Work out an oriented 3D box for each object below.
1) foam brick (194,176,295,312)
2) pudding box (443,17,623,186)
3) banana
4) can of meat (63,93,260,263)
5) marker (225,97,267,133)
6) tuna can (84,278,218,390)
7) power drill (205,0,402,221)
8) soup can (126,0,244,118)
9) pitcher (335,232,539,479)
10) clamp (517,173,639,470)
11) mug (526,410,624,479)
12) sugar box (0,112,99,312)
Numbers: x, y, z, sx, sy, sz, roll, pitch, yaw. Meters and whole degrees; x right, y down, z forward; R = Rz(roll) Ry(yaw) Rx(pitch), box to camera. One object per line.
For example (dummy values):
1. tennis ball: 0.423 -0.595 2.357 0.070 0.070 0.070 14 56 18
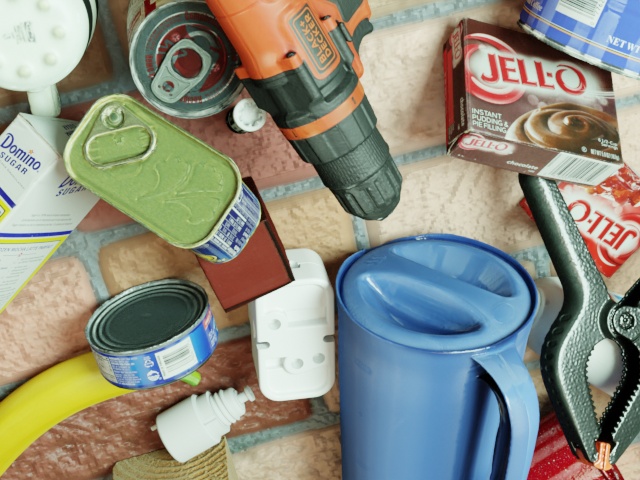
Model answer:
1. foam brick: -0.055 0.001 0.710 0.053 0.078 0.051 -25 117 -1
2. pudding box: 0.136 -0.089 0.695 0.113 0.090 0.039 12 151 -18
3. banana: -0.187 0.123 0.767 0.198 0.037 0.069 -25 116 2
4. can of meat: -0.089 -0.032 0.628 0.102 0.084 0.057 32 85 12
5. marker: -0.046 -0.075 0.652 0.020 0.121 0.020 -1 95 -7
6. tuna can: -0.113 0.063 0.725 0.086 0.086 0.034 -16 119 -3
7. power drill: 0.029 -0.130 0.614 0.187 0.057 0.184 -53 125 -33
8. soup can: -0.080 -0.121 0.631 0.068 0.102 0.068 -4 116 -9
9. pitcher: 0.078 0.131 0.754 0.145 0.149 0.243 9 124 13
10. clamp: 0.210 0.050 0.732 0.164 0.036 0.210 3 87 -13
11. mug: 0.189 0.187 0.849 0.081 0.093 0.117 -35 153 13
12. sugar box: -0.206 -0.001 0.671 0.048 0.093 0.176 43 102 11
